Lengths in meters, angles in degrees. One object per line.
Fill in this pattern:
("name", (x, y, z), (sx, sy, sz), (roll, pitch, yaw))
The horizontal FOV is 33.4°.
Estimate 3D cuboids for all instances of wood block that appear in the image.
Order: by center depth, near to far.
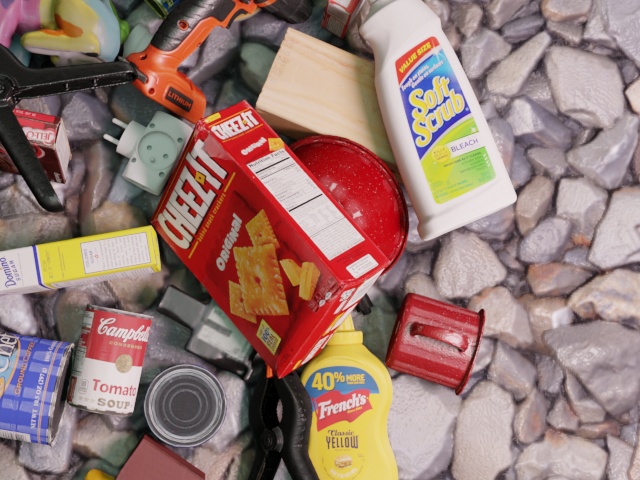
("wood block", (0.042, -0.130, 1.103), (0.206, 0.091, 0.090), (23, 84, -4))

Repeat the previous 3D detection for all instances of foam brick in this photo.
("foam brick", (-0.161, 0.238, 1.072), (0.078, 0.053, 0.051), (35, 83, -1))

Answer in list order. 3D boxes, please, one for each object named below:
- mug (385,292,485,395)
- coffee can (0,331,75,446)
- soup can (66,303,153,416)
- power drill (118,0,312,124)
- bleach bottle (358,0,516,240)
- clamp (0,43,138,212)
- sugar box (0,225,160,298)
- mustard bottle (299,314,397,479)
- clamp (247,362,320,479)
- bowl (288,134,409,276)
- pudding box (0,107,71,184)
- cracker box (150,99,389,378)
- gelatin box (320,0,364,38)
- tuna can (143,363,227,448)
("mug", (0.116, 0.101, 1.080), (0.081, 0.117, 0.093), (17, 83, 1))
("coffee can", (-0.320, 0.138, 1.040), (0.140, 0.103, 0.103), (11, 84, -5))
("soup can", (-0.211, 0.119, 1.069), (0.068, 0.068, 0.102), (11, 84, -4))
("power drill", (-0.104, -0.213, 1.081), (0.057, 0.184, 0.188), (40, 98, 35))
("bleach bottle", (0.096, -0.133, 1.031), (0.102, 0.068, 0.251), (-23, 86, -6))
("clamp", (-0.293, -0.123, 0.984), (0.210, 0.036, 0.164), (18, 67, -2))
("sugar box", (-0.249, 0.022, 1.061), (0.176, 0.093, 0.048), (-8, 85, -6))
("mustard bottle", (0.026, 0.169, 1.090), (0.096, 0.058, 0.191), (-4, 84, 15))
("clamp", (-0.047, 0.209, 1.079), (0.120, 0.039, 0.171), (-22, 65, 32))
("bowl", (0.004, -0.020, 1.060), (0.162, 0.055, 0.162), (13, 118, 25))
("pudding box", (-0.297, -0.096, 1.056), (0.090, 0.113, 0.039), (12, 76, -4))
("cracker box", (-0.057, 0.001, 1.020), (0.071, 0.164, 0.214), (-29, 72, -42))
("gelatin box", (0.032, -0.259, 1.113), (0.030, 0.089, 0.073), (30, 83, -1))
("tuna can", (-0.137, 0.168, 1.086), (0.086, 0.034, 0.086), (1, 80, -7))
